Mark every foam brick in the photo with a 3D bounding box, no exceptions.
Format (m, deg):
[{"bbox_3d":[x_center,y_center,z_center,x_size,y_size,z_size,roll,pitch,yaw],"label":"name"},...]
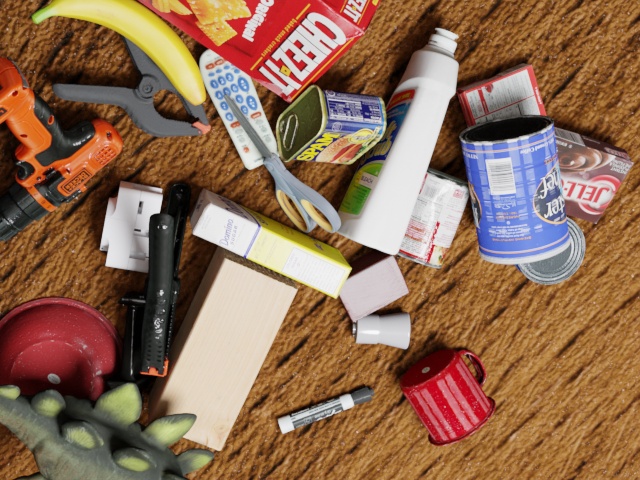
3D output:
[{"bbox_3d":[0.056,0.049,1.240,0.078,0.053,0.051,-28,106,-1],"label":"foam brick"}]

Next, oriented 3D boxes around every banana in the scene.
[{"bbox_3d":[-0.198,-0.214,1.117,0.197,0.037,0.069,26,93,-19],"label":"banana"}]

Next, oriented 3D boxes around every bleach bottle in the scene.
[{"bbox_3d":[0.092,-0.114,1.194,0.068,0.103,0.251,20,93,-21],"label":"bleach bottle"}]

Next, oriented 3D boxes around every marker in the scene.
[{"bbox_3d":[0.008,0.203,1.286,0.121,0.020,0.020,-20,105,-4],"label":"marker"}]

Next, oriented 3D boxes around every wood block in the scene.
[{"bbox_3d":[-0.113,0.118,1.211,0.090,0.090,0.206,23,99,-13],"label":"wood block"}]

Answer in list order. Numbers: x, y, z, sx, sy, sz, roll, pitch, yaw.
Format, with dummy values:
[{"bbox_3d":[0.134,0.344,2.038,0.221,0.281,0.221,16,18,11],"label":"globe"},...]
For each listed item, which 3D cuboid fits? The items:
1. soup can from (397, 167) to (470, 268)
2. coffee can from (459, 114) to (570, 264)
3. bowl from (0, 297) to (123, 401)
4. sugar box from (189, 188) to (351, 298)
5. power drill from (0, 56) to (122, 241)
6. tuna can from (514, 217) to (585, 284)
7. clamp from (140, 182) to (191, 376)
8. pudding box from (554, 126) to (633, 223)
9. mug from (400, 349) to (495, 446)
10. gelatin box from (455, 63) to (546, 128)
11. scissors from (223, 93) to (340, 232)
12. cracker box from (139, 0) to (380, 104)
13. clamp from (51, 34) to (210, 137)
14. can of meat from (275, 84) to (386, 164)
[{"bbox_3d":[0.125,-0.028,1.225,0.068,0.068,0.102,18,99,-13],"label":"soup can"},{"bbox_3d":[0.215,-0.057,1.177,0.102,0.103,0.140,-14,108,-6],"label":"coffee can"},{"bbox_3d":[-0.301,0.148,1.206,0.162,0.055,0.162,-2,103,-9],"label":"bowl"},{"bbox_3d":[-0.058,0.001,1.190,0.176,0.093,0.048,27,97,-14],"label":"sugar box"},{"bbox_3d":[-0.317,-0.090,1.098,0.184,0.057,0.187,-40,150,1],"label":"power drill"},{"bbox_3d":[0.269,0.007,1.274,0.086,0.034,0.086,-2,103,-9],"label":"tuna can"},{"bbox_3d":[-0.170,0.048,1.140,0.036,0.164,0.210,8,97,-1],"label":"clamp"},{"bbox_3d":[0.291,-0.078,1.241,0.113,0.039,0.090,17,121,-11],"label":"pudding box"},{"bbox_3d":[0.156,0.177,1.274,0.117,0.093,0.081,-40,103,-31],"label":"mug"},{"bbox_3d":[0.209,-0.154,1.229,0.089,0.030,0.073,-22,107,-4],"label":"gelatin box"},{"bbox_3d":[-0.035,-0.073,1.152,0.016,0.096,0.201,-50,140,-22],"label":"scissors"},{"bbox_3d":[-0.070,-0.251,1.090,0.213,0.164,0.072,33,58,-14],"label":"cracker box"},{"bbox_3d":[-0.201,-0.160,1.157,0.171,0.039,0.120,43,91,-12],"label":"clamp"},{"bbox_3d":[0.012,-0.123,1.161,0.083,0.102,0.057,2,69,-30],"label":"can of meat"}]
